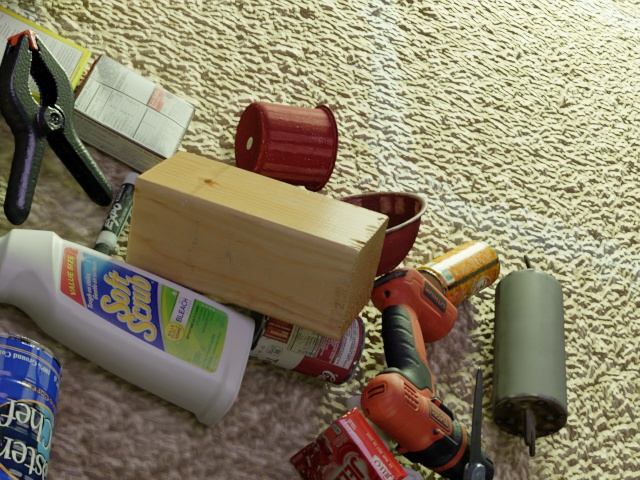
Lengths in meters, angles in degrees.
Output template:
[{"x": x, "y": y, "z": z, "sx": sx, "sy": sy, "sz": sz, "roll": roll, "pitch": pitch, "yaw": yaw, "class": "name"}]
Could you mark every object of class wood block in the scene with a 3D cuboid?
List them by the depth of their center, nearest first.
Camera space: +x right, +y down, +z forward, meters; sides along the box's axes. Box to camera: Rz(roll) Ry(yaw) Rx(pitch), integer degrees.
[{"x": -0.056, "y": 0.000, "z": 0.942, "sx": 0.206, "sy": 0.090, "sz": 0.090, "roll": 19, "pitch": 27, "yaw": 14, "class": "wood block"}]

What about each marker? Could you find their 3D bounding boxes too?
[{"x": -0.190, "y": -0.016, "z": 0.985, "sx": 0.020, "sy": 0.020, "sz": 0.121, "roll": 28, "pitch": 46, "yaw": -14, "class": "marker"}]

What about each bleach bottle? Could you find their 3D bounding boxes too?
[{"x": -0.184, "y": 0.062, "z": 0.900, "sx": 0.250, "sy": 0.068, "sz": 0.102, "roll": 25, "pitch": 46, "yaw": -14, "class": "bleach bottle"}]

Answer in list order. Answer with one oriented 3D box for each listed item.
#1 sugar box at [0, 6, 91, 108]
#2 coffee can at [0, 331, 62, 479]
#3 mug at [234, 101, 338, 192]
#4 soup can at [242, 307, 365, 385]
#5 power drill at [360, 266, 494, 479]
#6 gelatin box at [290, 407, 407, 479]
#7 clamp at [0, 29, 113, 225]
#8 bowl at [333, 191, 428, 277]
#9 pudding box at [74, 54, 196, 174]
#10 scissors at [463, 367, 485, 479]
[{"x": -0.315, "y": -0.178, "z": 1.004, "sx": 0.176, "sy": 0.048, "sz": 0.093, "roll": 25, "pitch": 46, "yaw": -12, "class": "sugar box"}, {"x": -0.244, "y": 0.150, "z": 0.761, "sx": 0.102, "sy": 0.103, "sz": 0.140, "roll": 17, "pitch": 49, "yaw": -23, "class": "coffee can"}, {"x": -0.042, "y": -0.104, "z": 1.114, "sx": 0.081, "sy": 0.093, "sz": 0.117, "roll": 4, "pitch": 25, "yaw": -27, "class": "mug"}, {"x": -0.018, "y": 0.088, "z": 0.989, "sx": 0.102, "sy": 0.069, "sz": 0.068, "roll": 20, "pitch": 48, "yaw": -20, "class": "soup can"}, {"x": 0.104, "y": 0.132, "z": 1.027, "sx": 0.184, "sy": 0.057, "sz": 0.187, "roll": 43, "pitch": 31, "yaw": -36, "class": "power drill"}, {"x": 0.023, "y": 0.196, "z": 0.920, "sx": 0.030, "sy": 0.089, "sz": 0.073, "roll": -26, "pitch": 75, "yaw": -44, "class": "gelatin box"}, {"x": -0.239, "y": -0.099, "z": 0.953, "sx": 0.120, "sy": 0.039, "sz": 0.171, "roll": -2, "pitch": 86, "yaw": -61, "class": "clamp"}, {"x": 0.031, "y": 0.002, "z": 1.058, "sx": 0.161, "sy": 0.162, "sz": 0.055, "roll": -29, "pitch": 113, "yaw": -44, "class": "bowl"}, {"x": -0.188, "y": -0.121, "z": 1.052, "sx": 0.113, "sy": 0.039, "sz": 0.090, "roll": 28, "pitch": 47, "yaw": -12, "class": "pudding box"}, {"x": 0.152, "y": 0.225, "z": 0.977, "sx": 0.096, "sy": 0.016, "sz": 0.201, "roll": 24, "pitch": 76, "yaw": -38, "class": "scissors"}]
